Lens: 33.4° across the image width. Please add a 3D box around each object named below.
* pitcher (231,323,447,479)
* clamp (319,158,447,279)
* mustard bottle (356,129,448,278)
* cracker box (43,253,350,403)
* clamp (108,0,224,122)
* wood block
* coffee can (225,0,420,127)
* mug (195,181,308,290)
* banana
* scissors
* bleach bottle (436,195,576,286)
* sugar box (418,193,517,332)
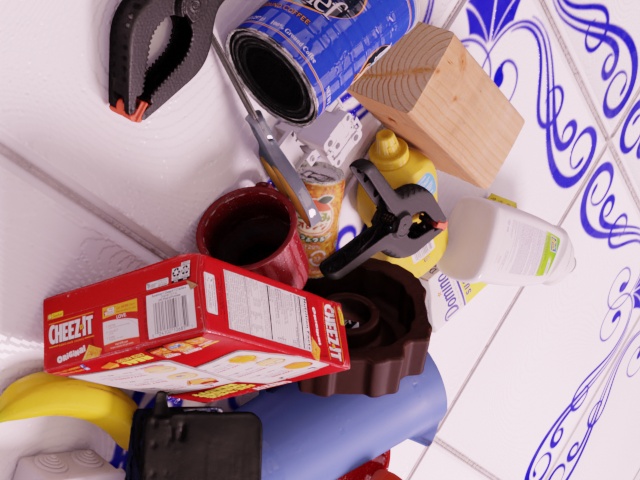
[{"bbox_3d":[-0.002,0.178,1.115,0.242,0.149,0.145,-27,138,-25],"label":"pitcher"},{"bbox_3d":[0.070,-0.029,1.063,0.171,0.039,0.120,-14,127,-48],"label":"clamp"},{"bbox_3d":[0.085,-0.042,1.145,0.096,0.058,0.191,-36,138,-19],"label":"mustard bottle"},{"bbox_3d":[-0.100,0.079,0.902,0.213,0.164,0.072,23,55,-55],"label":"cracker box"},{"bbox_3d":[-0.111,-0.194,0.816,0.210,0.036,0.164,-60,145,-3],"label":"clamp"},{"bbox_3d":[0.121,-0.140,1.100,0.090,0.091,0.205,-61,145,-2],"label":"wood block"},{"bbox_3d":[0.003,-0.180,0.913,0.140,0.103,0.103,-46,141,-22],"label":"coffee can"},{"bbox_3d":[-0.056,0.001,0.982,0.081,0.093,0.117,69,22,-52],"label":"mug"},{"bbox_3d":[-0.207,0.147,0.924,0.070,0.037,0.197,-41,146,18],"label":"banana"},{"bbox_3d":[-0.057,-0.100,0.951,0.016,0.096,0.201,-33,108,-9],"label":"scissors"},{"bbox_3d":[0.242,0.017,1.300,0.250,0.068,0.102,16,94,-50],"label":"bleach bottle"},{"bbox_3d":[0.177,0.027,1.320,0.176,0.048,0.093,-41,138,-30],"label":"sugar box"}]
